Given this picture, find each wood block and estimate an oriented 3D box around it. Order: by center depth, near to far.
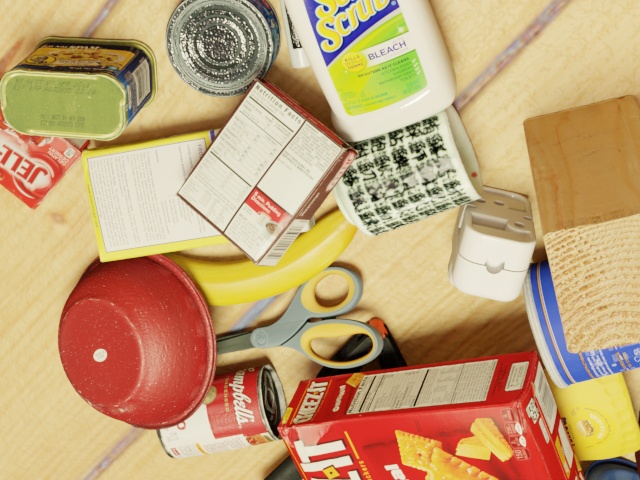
[{"bbox_3d":[0.200,-0.019,0.749,0.090,0.206,0.091,-13,114,13],"label":"wood block"}]

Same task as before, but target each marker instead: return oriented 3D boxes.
[{"bbox_3d":[-0.024,-0.190,0.800,0.020,0.020,0.121,-6,115,10],"label":"marker"}]

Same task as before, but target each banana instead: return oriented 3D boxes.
[{"bbox_3d":[-0.055,0.018,0.895,0.198,0.037,0.069,-9,114,12],"label":"banana"}]

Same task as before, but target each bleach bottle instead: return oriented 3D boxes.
[{"bbox_3d":[0.008,-0.186,0.728,0.103,0.068,0.250,-17,131,17],"label":"bleach bottle"}]

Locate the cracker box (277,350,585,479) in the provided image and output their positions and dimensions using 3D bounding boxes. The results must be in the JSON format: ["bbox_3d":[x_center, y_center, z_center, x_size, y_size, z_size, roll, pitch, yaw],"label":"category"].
[{"bbox_3d":[0.094,0.185,0.866,0.214,0.072,0.164,-11,116,28],"label":"cracker box"}]

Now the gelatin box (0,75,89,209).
[{"bbox_3d":[-0.246,-0.080,0.877,0.089,0.030,0.073,41,114,-12],"label":"gelatin box"}]

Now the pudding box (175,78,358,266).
[{"bbox_3d":[-0.041,-0.050,0.797,0.090,0.039,0.113,41,101,16],"label":"pudding box"}]

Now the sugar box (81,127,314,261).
[{"bbox_3d":[-0.097,-0.042,0.859,0.176,0.048,0.093,-8,99,9],"label":"sugar box"}]

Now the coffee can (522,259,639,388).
[{"bbox_3d":[0.240,0.048,0.828,0.140,0.102,0.103,-18,112,20],"label":"coffee can"}]

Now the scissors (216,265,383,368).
[{"bbox_3d":[-0.042,0.065,0.924,0.202,0.016,0.096,4,94,22],"label":"scissors"}]

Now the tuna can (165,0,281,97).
[{"bbox_3d":[-0.075,-0.154,0.816,0.086,0.033,0.086,3,116,6],"label":"tuna can"}]

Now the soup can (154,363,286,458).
[{"bbox_3d":[-0.088,0.152,0.948,0.102,0.068,0.068,-13,113,14],"label":"soup can"}]

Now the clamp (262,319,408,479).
[{"bbox_3d":[0.024,0.168,0.954,0.164,0.036,0.210,1,115,-2],"label":"clamp"}]

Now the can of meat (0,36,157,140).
[{"bbox_3d":[-0.185,-0.117,0.821,0.102,0.084,0.057,4,116,5],"label":"can of meat"}]

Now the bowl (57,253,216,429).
[{"bbox_3d":[-0.168,0.088,0.897,0.162,0.055,0.162,6,101,30],"label":"bowl"}]
